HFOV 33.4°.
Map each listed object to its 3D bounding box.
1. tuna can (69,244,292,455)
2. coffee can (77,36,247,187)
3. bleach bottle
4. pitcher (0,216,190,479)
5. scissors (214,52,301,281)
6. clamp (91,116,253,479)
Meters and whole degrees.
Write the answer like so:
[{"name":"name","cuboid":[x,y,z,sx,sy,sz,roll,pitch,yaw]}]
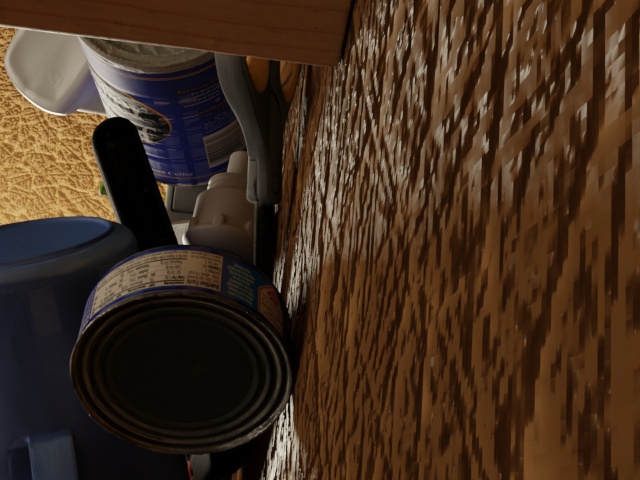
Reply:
[{"name":"tuna can","cuboid":[-0.054,0.044,0.424,0.033,0.086,0.086,-91,11,-54]},{"name":"coffee can","cuboid":[-0.084,-0.108,0.629,0.140,0.103,0.103,88,-176,-67]},{"name":"bleach bottle","cuboid":[-0.119,-0.129,0.795,0.103,0.068,0.250,-52,-17,12]},{"name":"pitcher","cuboid":[-0.121,0.118,0.506,0.144,0.149,0.243,-27,-66,-55]},{"name":"scissors","cuboid":[-0.031,-0.035,0.479,0.096,0.016,0.202,8,-91,-73]},{"name":"clamp","cuboid":[-0.062,0.058,0.543,0.165,0.036,0.210,44,147,51]}]
